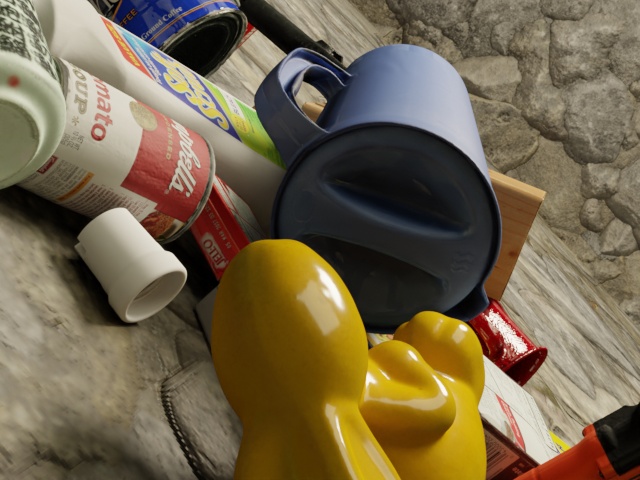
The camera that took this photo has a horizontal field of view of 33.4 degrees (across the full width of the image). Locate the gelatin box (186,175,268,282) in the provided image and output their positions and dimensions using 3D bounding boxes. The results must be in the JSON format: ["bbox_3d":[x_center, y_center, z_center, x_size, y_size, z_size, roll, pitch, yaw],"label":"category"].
[{"bbox_3d":[-0.054,0.001,0.668,0.073,0.030,0.089,59,5,22],"label":"gelatin box"}]

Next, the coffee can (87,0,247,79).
[{"bbox_3d":[-0.137,-0.187,0.800,0.140,0.103,0.102,51,15,10],"label":"coffee can"}]

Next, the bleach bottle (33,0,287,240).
[{"bbox_3d":[-0.115,-0.089,0.700,0.250,0.068,0.102,32,24,-41],"label":"bleach bottle"}]

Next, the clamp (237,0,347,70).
[{"bbox_3d":[-0.010,-0.162,0.935,0.120,0.039,0.172,28,10,-30],"label":"clamp"}]

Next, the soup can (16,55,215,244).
[{"bbox_3d":[-0.115,-0.046,0.562,0.102,0.069,0.068,27,25,-43],"label":"soup can"}]

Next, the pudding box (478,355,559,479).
[{"bbox_3d":[0.097,0.106,0.625,0.113,0.039,0.090,42,18,-33],"label":"pudding box"}]

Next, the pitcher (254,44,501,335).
[{"bbox_3d":[0.042,-0.059,0.710,0.242,0.145,0.149,-76,167,-65],"label":"pitcher"}]
